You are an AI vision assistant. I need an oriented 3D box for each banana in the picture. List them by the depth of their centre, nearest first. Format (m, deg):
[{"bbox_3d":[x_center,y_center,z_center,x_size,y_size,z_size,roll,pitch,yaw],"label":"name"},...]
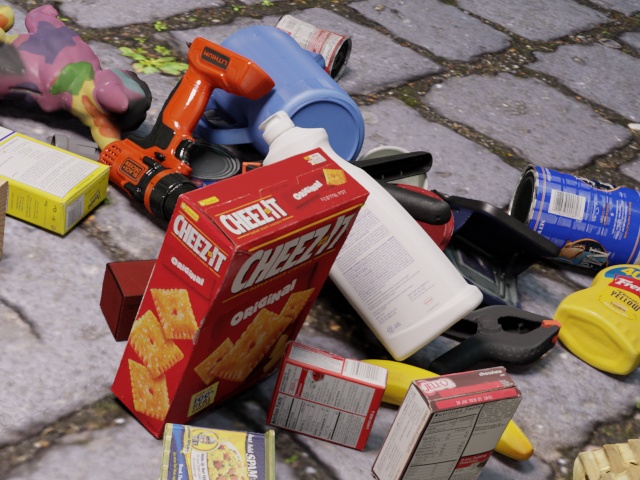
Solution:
[{"bbox_3d":[0.093,0.145,0.947,0.198,0.037,0.069,16,38,1],"label":"banana"}]

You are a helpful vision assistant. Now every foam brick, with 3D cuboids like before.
[{"bbox_3d":[-0.153,0.052,0.967,0.078,0.053,0.051,-3,36,-28],"label":"foam brick"}]

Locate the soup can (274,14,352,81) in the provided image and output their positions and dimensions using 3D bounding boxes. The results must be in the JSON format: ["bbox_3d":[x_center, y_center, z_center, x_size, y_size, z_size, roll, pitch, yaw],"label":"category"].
[{"bbox_3d":[-0.015,-0.274,1.520,0.102,0.069,0.068,24,33,14],"label":"soup can"}]

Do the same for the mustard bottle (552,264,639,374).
[{"bbox_3d":[0.330,0.072,1.142,0.096,0.058,0.191,34,36,24],"label":"mustard bottle"}]

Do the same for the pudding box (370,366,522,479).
[{"bbox_3d":[0.100,0.155,0.859,0.089,0.114,0.039,-3,40,-28],"label":"pudding box"}]

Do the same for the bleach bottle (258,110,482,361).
[{"bbox_3d":[0.035,-0.017,0.981,0.251,0.103,0.068,54,11,4],"label":"bleach bottle"}]

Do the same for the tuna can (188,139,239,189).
[{"bbox_3d":[-0.135,-0.078,1.194,0.086,0.034,0.086,11,32,-7],"label":"tuna can"}]

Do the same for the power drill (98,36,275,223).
[{"bbox_3d":[-0.131,-0.110,1.115,0.185,0.187,0.057,32,-5,36],"label":"power drill"}]

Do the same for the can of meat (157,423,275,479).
[{"bbox_3d":[-0.079,0.184,0.790,0.084,0.057,0.102,8,32,-8],"label":"can of meat"}]

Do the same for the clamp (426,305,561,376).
[{"bbox_3d":[0.153,0.089,1.059,0.171,0.039,0.120,-3,40,-27],"label":"clamp"}]

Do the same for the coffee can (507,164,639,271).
[{"bbox_3d":[0.297,-0.022,1.231,0.140,0.103,0.102,13,32,-4],"label":"coffee can"}]

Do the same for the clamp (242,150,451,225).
[{"bbox_3d":[0.028,-0.056,1.068,0.210,0.036,0.164,0,23,-9],"label":"clamp"}]

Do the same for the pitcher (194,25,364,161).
[{"bbox_3d":[-0.050,-0.150,1.218,0.144,0.149,0.243,25,13,-28],"label":"pitcher"}]

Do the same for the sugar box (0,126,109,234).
[{"bbox_3d":[-0.317,-0.070,1.093,0.176,0.048,0.093,19,32,11],"label":"sugar box"}]

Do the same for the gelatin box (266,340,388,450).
[{"bbox_3d":[0.005,0.130,0.894,0.089,0.073,0.030,16,32,1],"label":"gelatin box"}]

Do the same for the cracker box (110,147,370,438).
[{"bbox_3d":[-0.066,0.042,0.865,0.072,0.214,0.163,42,38,20],"label":"cracker box"}]
